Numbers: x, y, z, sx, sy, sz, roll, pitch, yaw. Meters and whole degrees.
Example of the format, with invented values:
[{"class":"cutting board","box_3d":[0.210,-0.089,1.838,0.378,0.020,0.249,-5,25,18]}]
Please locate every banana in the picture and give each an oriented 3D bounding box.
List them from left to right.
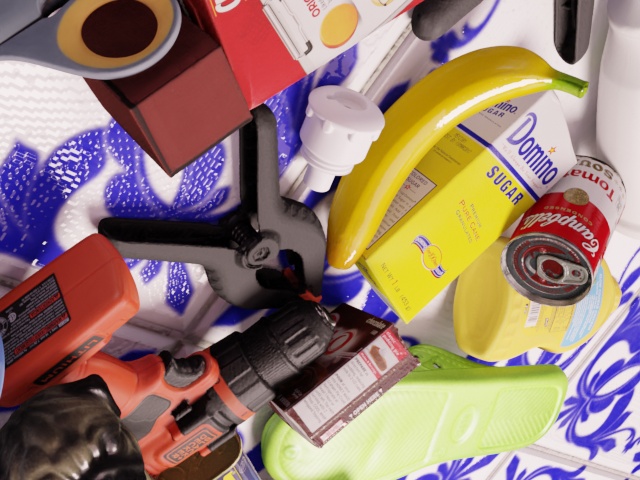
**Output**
[{"class":"banana","box_3d":[0.068,-0.063,0.674,0.198,0.070,0.037,-37,159,12]}]

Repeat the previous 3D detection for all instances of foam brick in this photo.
[{"class":"foam brick","box_3d":[-0.080,-0.079,0.519,0.051,0.078,0.053,-38,143,-11]}]

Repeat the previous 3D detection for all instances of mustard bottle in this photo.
[{"class":"mustard bottle","box_3d":[0.192,0.046,0.885,0.191,0.058,0.096,1,101,-43]}]

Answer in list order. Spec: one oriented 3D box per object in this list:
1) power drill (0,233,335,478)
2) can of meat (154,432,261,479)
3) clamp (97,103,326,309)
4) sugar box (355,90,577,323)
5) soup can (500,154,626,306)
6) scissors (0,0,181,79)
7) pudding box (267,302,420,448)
[{"class":"power drill","box_3d":[-0.096,0.070,0.626,0.184,0.057,0.187,-37,142,5]},{"class":"can of meat","box_3d":[-0.093,0.176,0.745,0.102,0.057,0.084,-35,143,-12]},{"class":"clamp","box_3d":[-0.054,0.001,0.644,0.120,0.039,0.171,-30,139,0]},{"class":"sugar box","box_3d":[0.099,-0.031,0.747,0.176,0.048,0.093,-41,141,-5]},{"class":"soup can","box_3d":[0.183,-0.009,0.794,0.102,0.069,0.068,-54,153,-41]},{"class":"scissors","box_3d":[-0.145,-0.073,0.472,0.202,0.096,0.016,-47,-179,-2]},{"class":"pudding box","box_3d":[0.007,0.088,0.719,0.090,0.114,0.039,-39,105,-10]}]
